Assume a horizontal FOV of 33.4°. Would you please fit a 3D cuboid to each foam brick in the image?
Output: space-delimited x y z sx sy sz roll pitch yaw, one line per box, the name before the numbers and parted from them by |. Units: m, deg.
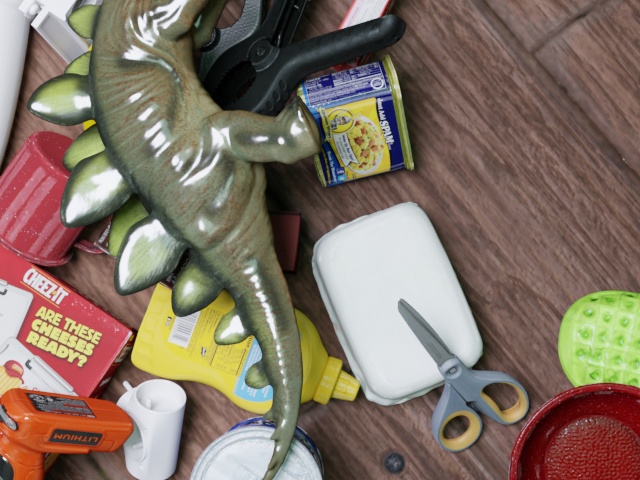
foam brick | -0.056 0.001 0.931 0.078 0.053 0.051 4 84 2

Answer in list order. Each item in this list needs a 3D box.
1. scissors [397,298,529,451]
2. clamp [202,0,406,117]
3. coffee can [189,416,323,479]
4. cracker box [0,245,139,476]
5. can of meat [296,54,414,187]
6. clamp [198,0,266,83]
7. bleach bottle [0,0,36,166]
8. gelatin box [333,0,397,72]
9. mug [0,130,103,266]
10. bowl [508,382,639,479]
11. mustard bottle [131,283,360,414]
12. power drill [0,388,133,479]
scissors | 0.097 0.119 0.877 0.201 0.016 0.096 32 108 -37
clamp | -0.032 -0.148 0.889 0.210 0.036 0.165 -48 46 5
coffee can | -0.048 0.198 0.866 0.103 0.140 0.103 0 84 0
cracker box | -0.282 0.123 0.912 0.164 0.072 0.213 34 84 2
can of meat | 0.030 -0.100 0.920 0.084 0.102 0.057 -14 40 2
clamp | -0.114 -0.182 0.958 0.120 0.039 0.171 31 88 -1
bleach bottle | -0.314 -0.096 0.939 0.102 0.068 0.251 4 86 6
gelatin box | 0.041 -0.193 0.939 0.030 0.073 0.089 27 85 3
mug | -0.221 -0.032 0.908 0.117 0.093 0.082 33 110 -18
bowl | 0.237 0.196 0.900 0.162 0.055 0.162 0 91 5
mustard bottle | -0.058 0.096 0.918 0.191 0.058 0.096 21 84 3
power drill | -0.216 0.219 0.858 0.184 0.057 0.188 16 97 -37
